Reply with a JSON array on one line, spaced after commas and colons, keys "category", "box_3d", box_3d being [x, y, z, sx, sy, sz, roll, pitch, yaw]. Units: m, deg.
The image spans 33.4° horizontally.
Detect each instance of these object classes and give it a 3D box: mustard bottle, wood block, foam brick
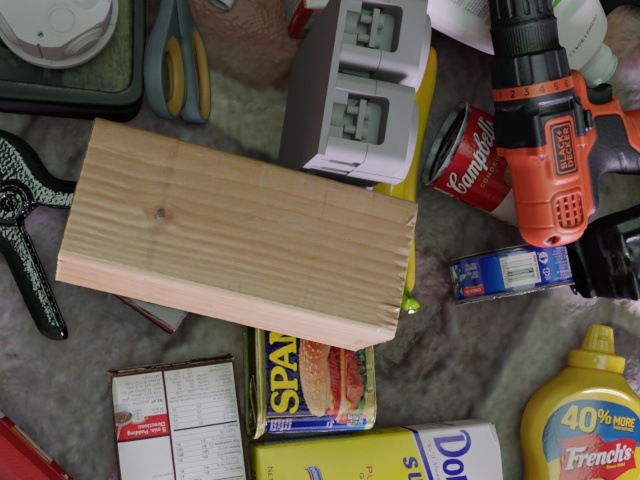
[{"category": "mustard bottle", "box_3d": [0.193, 0.157, 0.781, 0.096, 0.058, 0.191, 10, 84, -7]}, {"category": "wood block", "box_3d": [-0.054, 0.000, 0.678, 0.206, 0.090, 0.091, 15, 76, -11]}, {"category": "foam brick", "box_3d": [-0.103, 0.019, 0.742, 0.053, 0.051, 0.078, 34, 81, -6]}]

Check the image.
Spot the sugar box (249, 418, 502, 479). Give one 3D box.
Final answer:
[{"category": "sugar box", "box_3d": [0.042, 0.181, 0.759, 0.176, 0.048, 0.093, -5, 86, -9]}]

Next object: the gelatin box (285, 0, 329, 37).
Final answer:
[{"category": "gelatin box", "box_3d": [-0.007, -0.198, 0.766, 0.030, 0.073, 0.089, -3, 85, -11]}]

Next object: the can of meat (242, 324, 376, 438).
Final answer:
[{"category": "can of meat", "box_3d": [-0.009, 0.086, 0.749, 0.083, 0.057, 0.102, 0, 79, -13]}]

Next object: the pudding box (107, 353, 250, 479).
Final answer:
[{"category": "pudding box", "box_3d": [-0.098, 0.140, 0.741, 0.090, 0.039, 0.113, -6, 89, -11]}]

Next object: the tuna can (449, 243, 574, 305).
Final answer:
[{"category": "tuna can", "box_3d": [0.136, 0.023, 0.768, 0.086, 0.086, 0.034, -10, 86, -11]}]

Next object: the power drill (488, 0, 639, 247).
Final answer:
[{"category": "power drill", "box_3d": [0.201, -0.102, 0.730, 0.187, 0.057, 0.184, -14, 102, -22]}]

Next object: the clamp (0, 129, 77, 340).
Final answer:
[{"category": "clamp", "box_3d": [-0.200, -0.029, 0.735, 0.171, 0.039, 0.120, 45, 78, -4]}]

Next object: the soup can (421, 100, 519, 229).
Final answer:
[{"category": "soup can", "box_3d": [0.135, -0.050, 0.783, 0.102, 0.068, 0.068, 25, 82, -8]}]

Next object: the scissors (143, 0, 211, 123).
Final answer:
[{"category": "scissors", "box_3d": [-0.105, -0.169, 0.715, 0.016, 0.096, 0.202, -2, 117, 16]}]
